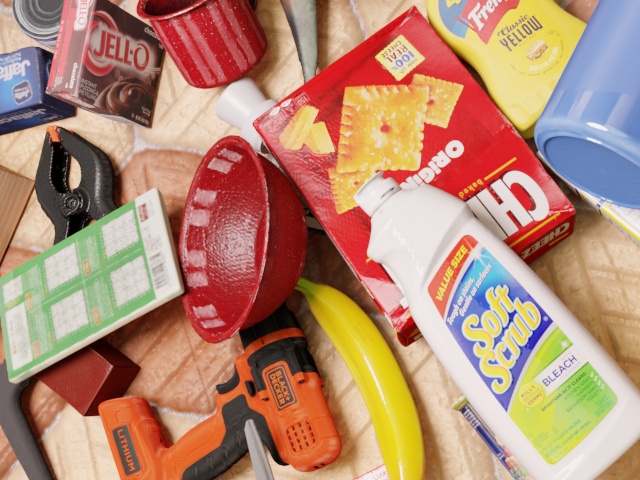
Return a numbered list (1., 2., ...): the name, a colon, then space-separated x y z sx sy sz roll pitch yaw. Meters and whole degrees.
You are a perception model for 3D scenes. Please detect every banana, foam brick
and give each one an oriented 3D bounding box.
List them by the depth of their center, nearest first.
1. banana: 0.037 0.111 0.844 0.037 0.069 0.198 -41 74 41
2. foam brick: -0.209 0.112 0.938 0.078 0.051 0.053 34 93 20

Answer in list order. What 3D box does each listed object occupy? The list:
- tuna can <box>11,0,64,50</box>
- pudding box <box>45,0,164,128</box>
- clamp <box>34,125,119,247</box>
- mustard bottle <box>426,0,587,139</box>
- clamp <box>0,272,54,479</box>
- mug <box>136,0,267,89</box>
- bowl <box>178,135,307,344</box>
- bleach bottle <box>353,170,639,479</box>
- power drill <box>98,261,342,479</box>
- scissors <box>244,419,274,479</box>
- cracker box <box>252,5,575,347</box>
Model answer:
1. tuna can: -0.248 -0.225 1.010 0.086 0.033 0.086 -3 81 19
2. pudding box: -0.186 -0.155 0.935 0.039 0.113 0.090 9 85 24
3. clamp: -0.206 -0.029 0.964 0.120 0.039 0.171 -15 78 13
4. mustard bottle: 0.141 -0.180 0.852 0.096 0.058 0.192 -37 71 5
5. clamp: -0.296 0.135 0.959 0.164 0.036 0.210 16 75 -7
6. mug: -0.091 -0.192 0.917 0.093 0.081 0.117 4 48 36
7. bowl: -0.055 0.001 0.834 0.162 0.055 0.162 -18 70 59
8. bleach bottle: 0.111 0.057 0.744 0.102 0.068 0.251 -43 82 1
9. power drill: -0.090 0.130 0.889 0.188 0.057 0.184 -29 66 15
10. scissors: -0.043 0.243 0.844 0.096 0.016 0.202 -26 92 32
11. cracker box: 0.071 -0.052 0.839 0.164 0.072 0.214 -35 72 1
